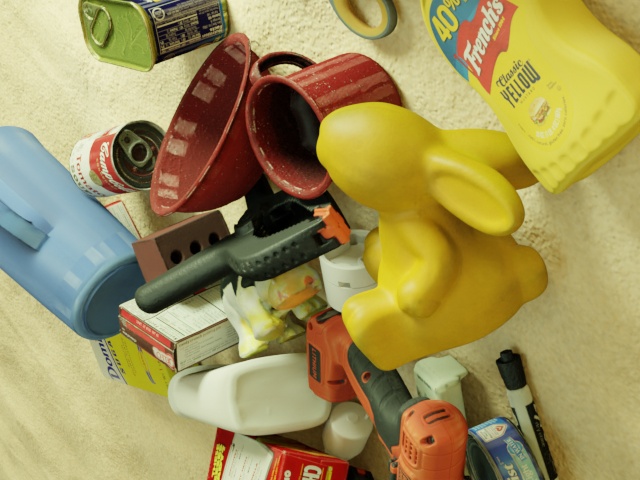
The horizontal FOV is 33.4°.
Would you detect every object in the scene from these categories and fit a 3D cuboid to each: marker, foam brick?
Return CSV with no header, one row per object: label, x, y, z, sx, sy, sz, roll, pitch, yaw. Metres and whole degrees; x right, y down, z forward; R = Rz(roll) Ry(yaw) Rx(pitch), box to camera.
marker,0.155,0.137,0.793,0.020,0.020,0.121,-3,110,52
foam brick,-0.130,0.010,1.017,0.051,0.078,0.053,-8,106,55

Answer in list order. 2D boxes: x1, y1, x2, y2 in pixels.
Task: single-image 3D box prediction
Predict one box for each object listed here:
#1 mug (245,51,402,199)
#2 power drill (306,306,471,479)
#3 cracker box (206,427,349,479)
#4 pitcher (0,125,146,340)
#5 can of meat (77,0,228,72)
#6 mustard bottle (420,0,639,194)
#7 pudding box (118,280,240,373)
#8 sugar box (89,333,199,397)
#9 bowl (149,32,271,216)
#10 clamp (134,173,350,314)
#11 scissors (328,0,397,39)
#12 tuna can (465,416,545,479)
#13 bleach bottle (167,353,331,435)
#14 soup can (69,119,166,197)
mug,-0.002,-0.096,0.781,0.117,0.081,0.093,47,142,20
power drill,0.053,0.152,0.854,0.188,0.057,0.184,52,150,42
cracker box,-0.054,0.266,0.995,0.214,0.072,0.164,171,112,-70
pitcher,-0.284,-0.009,1.098,0.243,0.149,0.145,37,134,29
can of meat,-0.139,-0.184,0.891,0.102,0.083,0.057,20,128,44
mustard bottle,0.113,-0.127,0.635,0.192,0.058,0.096,54,148,12
pudding box,-0.122,0.074,1.019,0.090,0.113,0.039,28,130,39
sugar box,-0.208,0.122,1.218,0.177,0.048,0.093,1,114,50
bowl,-0.077,-0.084,0.864,0.055,0.162,0.162,24,154,-24
clamp,-0.055,0.001,0.832,0.036,0.164,0.210,50,158,-24
scissors,-0.009,-0.197,0.778,0.202,0.016,0.096,16,125,46
tuna can,0.139,0.177,0.800,0.086,0.033,0.086,159,90,-81
bleach bottle,-0.083,0.147,1.042,0.251,0.102,0.068,164,100,-67
soup can,-0.197,-0.079,1.051,0.102,0.068,0.068,-4,110,53
